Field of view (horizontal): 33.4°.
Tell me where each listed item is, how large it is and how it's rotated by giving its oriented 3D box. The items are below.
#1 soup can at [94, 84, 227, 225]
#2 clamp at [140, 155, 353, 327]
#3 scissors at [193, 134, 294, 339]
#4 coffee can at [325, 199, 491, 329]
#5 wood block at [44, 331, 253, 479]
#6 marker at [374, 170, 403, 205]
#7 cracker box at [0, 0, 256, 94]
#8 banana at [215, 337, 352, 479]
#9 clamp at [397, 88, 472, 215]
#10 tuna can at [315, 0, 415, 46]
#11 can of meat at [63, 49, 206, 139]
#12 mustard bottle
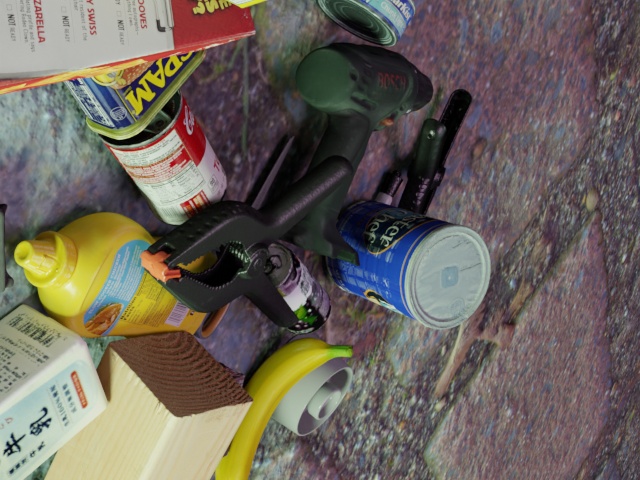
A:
[{"bbox_3d":[-0.118,-0.066,0.808,0.068,0.069,0.102,-53,146,-20],"label":"soup can"},{"bbox_3d":[-0.056,0.001,0.858,0.209,0.036,0.165,2,115,-55],"label":"clamp"},{"bbox_3d":[-0.081,-0.007,0.946,0.096,0.016,0.202,10,102,-63],"label":"scissors"},{"bbox_3d":[0.085,0.021,1.068,0.102,0.141,0.103,-9,107,-32],"label":"coffee can"},{"bbox_3d":[-0.151,0.183,0.853,0.090,0.091,0.206,-3,128,-52],"label":"wood block"},{"bbox_3d":[0.056,-0.020,1.138,0.020,0.020,0.121,33,82,-58],"label":"marker"},{"bbox_3d":[-0.154,-0.177,0.622,0.213,0.072,0.164,-23,103,-43],"label":"cracker box"},{"bbox_3d":[-0.053,0.166,1.055,0.197,0.070,0.037,-52,135,-7],"label":"banana"},{"bbox_3d":[0.120,-0.083,1.159,0.120,0.039,0.172,-43,158,-46],"label":"clamp"},{"bbox_3d":[0.038,-0.206,0.929,0.033,0.086,0.086,-60,147,-7],"label":"tuna can"},{"bbox_3d":[-0.138,-0.137,0.744,0.102,0.058,0.084,-53,143,-21],"label":"can of meat"},{"bbox_3d":[-0.160,0.030,0.818,0.096,0.058,0.191,-61,148,3],"label":"mustard bottle"}]
